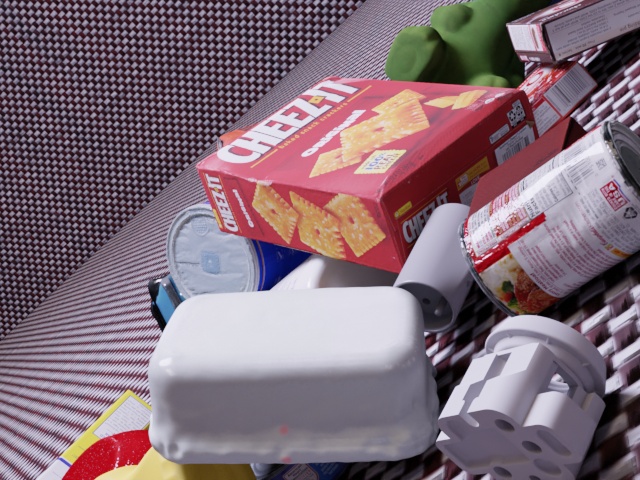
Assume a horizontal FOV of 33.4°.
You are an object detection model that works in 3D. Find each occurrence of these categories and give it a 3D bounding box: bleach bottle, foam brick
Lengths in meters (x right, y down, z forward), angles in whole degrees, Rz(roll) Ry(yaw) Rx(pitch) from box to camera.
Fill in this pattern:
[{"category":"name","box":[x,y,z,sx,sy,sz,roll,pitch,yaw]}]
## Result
[{"category":"bleach bottle","box":[-0.043,0.079,0.885,0.251,0.068,0.102,-36,11,45]},{"category":"foam brick","box":[0.139,-0.028,0.662,0.078,0.051,0.053,-36,16,38]}]

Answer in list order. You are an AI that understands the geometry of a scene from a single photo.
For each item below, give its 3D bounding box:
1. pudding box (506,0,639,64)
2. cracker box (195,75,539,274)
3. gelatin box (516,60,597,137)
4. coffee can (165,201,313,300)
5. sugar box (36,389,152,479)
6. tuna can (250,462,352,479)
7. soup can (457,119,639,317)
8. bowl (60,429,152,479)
[{"category":"pudding box","box":[0.216,-0.178,0.848,0.113,0.039,0.090,-25,12,-2]},{"category":"cracker box","box":[0.033,-0.060,0.812,0.164,0.072,0.214,-37,32,-30]},{"category":"gelatin box","box":[0.171,-0.107,0.861,0.089,0.030,0.073,-44,12,4]},{"category":"coffee can","box":[-0.056,0.001,0.977,0.103,0.103,0.140,-35,-7,39]},{"category":"sugar box","box":[-0.218,0.215,0.946,0.093,0.048,0.176,-57,-8,32]},{"category":"tuna can","box":[-0.010,0.131,0.675,0.086,0.033,0.086,-42,13,12]},{"category":"soup can","box":[0.135,-0.010,0.580,0.102,0.068,0.068,-38,14,30]},{"category":"bowl","box":[-0.162,0.202,0.811,0.162,0.055,0.162,-39,27,24]}]
